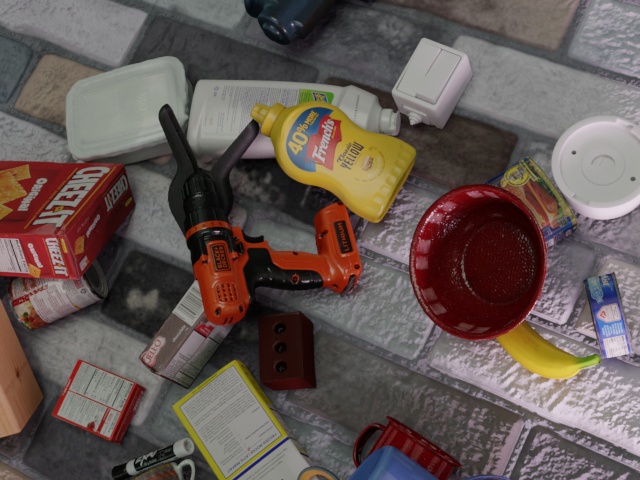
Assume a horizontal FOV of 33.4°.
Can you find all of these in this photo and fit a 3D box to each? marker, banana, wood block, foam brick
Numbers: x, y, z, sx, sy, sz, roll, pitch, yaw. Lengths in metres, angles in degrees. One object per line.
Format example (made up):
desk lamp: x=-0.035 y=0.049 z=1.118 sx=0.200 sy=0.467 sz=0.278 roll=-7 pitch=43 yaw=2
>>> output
marker: x=-0.191 y=0.248 z=1.201 sx=0.121 sy=0.020 sz=0.020 roll=-26 pitch=64 yaw=30
banana: x=0.213 y=0.084 z=1.145 sx=0.070 sy=0.037 sz=0.198 roll=-50 pitch=59 yaw=13
wood block: x=-0.410 y=0.123 z=1.229 sx=0.090 sy=0.090 sz=0.206 roll=-15 pitch=108 yaw=10
foam brick: x=-0.038 y=0.126 z=1.201 sx=0.053 sy=0.051 sz=0.078 roll=-9 pitch=70 yaw=14

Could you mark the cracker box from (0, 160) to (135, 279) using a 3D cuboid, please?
cracker box: x=-0.359 y=-0.031 z=1.298 sx=0.214 sy=0.072 sz=0.164 roll=2 pitch=35 yaw=18

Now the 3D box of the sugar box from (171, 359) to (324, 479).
sugar box: x=-0.078 y=0.228 z=1.182 sx=0.093 sy=0.048 sz=0.176 roll=-38 pitch=69 yaw=2

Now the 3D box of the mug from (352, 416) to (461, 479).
mug: x=0.078 y=0.236 z=1.114 sx=0.117 sy=0.093 sz=0.081 roll=31 pitch=87 yaw=40

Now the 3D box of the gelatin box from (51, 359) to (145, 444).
gelatin box: x=-0.260 y=0.190 z=1.257 sx=0.089 sy=0.030 sz=0.073 roll=18 pitch=76 yaw=21

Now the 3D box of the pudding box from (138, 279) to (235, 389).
pudding box: x=-0.147 y=0.109 z=1.219 sx=0.039 sy=0.090 sz=0.113 roll=35 pitch=83 yaw=22

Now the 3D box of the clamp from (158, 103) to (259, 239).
clamp: x=-0.130 y=-0.077 z=1.268 sx=0.120 sy=0.039 sz=0.171 roll=3 pitch=108 yaw=14

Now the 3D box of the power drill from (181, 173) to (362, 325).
power drill: x=-0.058 y=0.001 z=1.202 sx=0.187 sy=0.057 sz=0.184 roll=-6 pitch=65 yaw=-18

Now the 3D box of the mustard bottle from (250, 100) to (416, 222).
mustard bottle: x=0.006 y=-0.105 z=1.218 sx=0.192 sy=0.058 sz=0.096 roll=29 pitch=79 yaw=8

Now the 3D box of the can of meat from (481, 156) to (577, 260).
can of meat: x=0.222 y=-0.032 z=1.178 sx=0.084 sy=0.057 sz=0.102 roll=-31 pitch=66 yaw=2

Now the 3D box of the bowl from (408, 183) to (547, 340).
bowl: x=0.174 y=0.023 z=1.118 sx=0.162 sy=0.055 sz=0.162 roll=-3 pitch=85 yaw=38

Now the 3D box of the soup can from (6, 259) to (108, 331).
soup can: x=-0.319 y=0.060 z=1.298 sx=0.102 sy=0.068 sz=0.068 roll=-24 pitch=67 yaw=7

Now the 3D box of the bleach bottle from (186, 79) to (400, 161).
bleach bottle: x=-0.030 y=-0.140 z=1.287 sx=0.251 sy=0.068 sz=0.102 roll=5 pitch=78 yaw=15
